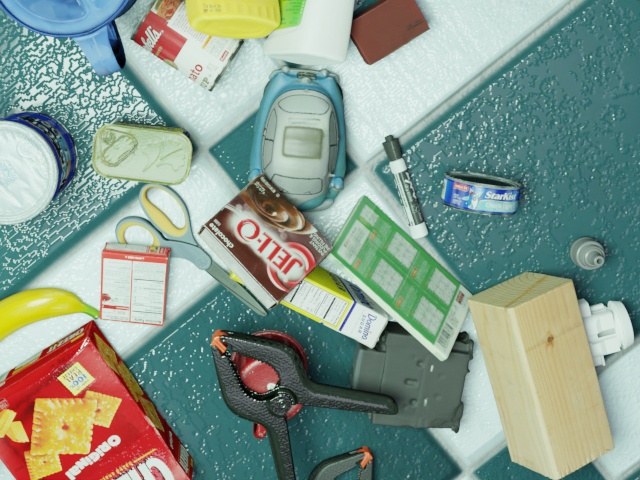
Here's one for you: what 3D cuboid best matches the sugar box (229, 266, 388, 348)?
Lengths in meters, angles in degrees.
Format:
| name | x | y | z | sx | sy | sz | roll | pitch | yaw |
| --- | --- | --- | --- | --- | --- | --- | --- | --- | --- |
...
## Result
| name | x | y | z | sx | sy | sz | roll | pitch | yaw |
| --- | --- | --- | --- | --- | --- | --- | --- | --- | --- |
| sugar box | -0.014 | 0.052 | 1.181 | 0.176 | 0.093 | 0.048 | 24 | 100 | -9 |

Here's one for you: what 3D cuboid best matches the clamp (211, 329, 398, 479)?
| name | x | y | z | sx | sy | sz | roll | pitch | yaw |
| --- | --- | --- | --- | --- | --- | --- | --- | --- | --- |
| clamp | -0.030 | 0.166 | 1.146 | 0.164 | 0.036 | 0.210 | -38 | 101 | 4 |

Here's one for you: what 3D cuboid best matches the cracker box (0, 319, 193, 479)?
| name | x | y | z | sx | sy | sz | roll | pitch | yaw |
| --- | --- | --- | --- | --- | --- | --- | --- | --- | --- |
| cracker box | -0.268 | 0.223 | 1.203 | 0.164 | 0.072 | 0.213 | -31 | 105 | 3 |

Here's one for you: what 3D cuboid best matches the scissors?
| name | x | y | z | sx | sy | sz | roll | pitch | yaw |
| --- | --- | --- | --- | --- | --- | --- | --- | --- | --- |
| scissors | -0.153 | 0.027 | 1.206 | 0.096 | 0.016 | 0.201 | -32 | 102 | 4 |

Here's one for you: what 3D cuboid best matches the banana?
| name | x | y | z | sx | sy | sz | roll | pitch | yaw |
| --- | --- | --- | --- | --- | --- | --- | --- | --- | --- |
| banana | -0.350 | 0.102 | 1.195 | 0.198 | 0.037 | 0.069 | -26 | 102 | 1 |

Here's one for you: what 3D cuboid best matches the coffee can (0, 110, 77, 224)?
| name | x | y | z | sx | sy | sz | roll | pitch | yaw |
| --- | --- | --- | --- | --- | --- | --- | --- | --- | --- |
| coffee can | -0.314 | -0.079 | 1.109 | 0.102 | 0.140 | 0.103 | -1 | 101 | -4 |

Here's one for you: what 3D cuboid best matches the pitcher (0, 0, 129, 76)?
| name | x | y | z | sx | sy | sz | roll | pitch | yaw |
| --- | --- | --- | --- | --- | --- | --- | --- | --- | --- |
| pitcher | -0.229 | -0.254 | 1.028 | 0.145 | 0.243 | 0.149 | 23 | 99 | -8 |

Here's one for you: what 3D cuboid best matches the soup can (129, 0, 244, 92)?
| name | x | y | z | sx | sy | sz | roll | pitch | yaw |
| --- | --- | --- | --- | --- | --- | --- | --- | --- | --- |
| soup can | -0.141 | -0.213 | 1.132 | 0.102 | 0.068 | 0.068 | 33 | 97 | -10 |

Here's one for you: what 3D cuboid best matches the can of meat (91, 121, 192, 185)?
| name | x | y | z | sx | sy | sz | roll | pitch | yaw |
| --- | --- | --- | --- | --- | --- | --- | --- | --- | --- |
| can of meat | -0.188 | -0.096 | 1.143 | 0.102 | 0.084 | 0.057 | 6 | 101 | -5 |

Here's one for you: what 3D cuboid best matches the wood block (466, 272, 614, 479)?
| name | x | y | z | sx | sy | sz | roll | pitch | yaw |
| --- | --- | --- | --- | --- | --- | --- | --- | --- | --- |
| wood block | 0.250 | 0.151 | 1.208 | 0.090 | 0.090 | 0.206 | -22 | 103 | -22 |

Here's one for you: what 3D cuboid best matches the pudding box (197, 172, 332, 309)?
| name | x | y | z | sx | sy | sz | roll | pitch | yaw |
| --- | --- | --- | --- | --- | --- | --- | --- | --- | --- |
| pudding box | -0.057 | 0.001 | 1.108 | 0.113 | 0.039 | 0.090 | 45 | 63 | 0 |

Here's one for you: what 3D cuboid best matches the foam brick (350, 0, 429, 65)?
| name | x | y | z | sx | sy | sz | roll | pitch | yaw |
| --- | --- | --- | --- | --- | --- | --- | --- | --- | --- |
| foam brick | 0.070 | -0.231 | 1.152 | 0.078 | 0.051 | 0.053 | -30 | 103 | 2 |

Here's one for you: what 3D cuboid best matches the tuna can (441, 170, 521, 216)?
| name | x | y | z | sx | sy | sz | roll | pitch | yaw |
| --- | --- | --- | --- | --- | --- | --- | --- | --- | --- |
| tuna can | 0.177 | -0.052 | 1.178 | 0.086 | 0.086 | 0.034 | 7 | 102 | -6 |

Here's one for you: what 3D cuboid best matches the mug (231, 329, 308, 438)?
| name | x | y | z | sx | sy | sz | roll | pitch | yaw |
| --- | --- | --- | --- | --- | --- | --- | --- | --- | --- |
| mug | -0.060 | 0.168 | 1.206 | 0.093 | 0.081 | 0.117 | 13 | 100 | -7 |

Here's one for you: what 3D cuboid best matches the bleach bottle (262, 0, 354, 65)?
| name | x | y | z | sx | sy | sz | roll | pitch | yaw |
| --- | --- | --- | --- | --- | --- | --- | --- | --- | --- |
| bleach bottle | 0.003 | -0.314 | 1.117 | 0.068 | 0.103 | 0.251 | 8 | 93 | -32 |

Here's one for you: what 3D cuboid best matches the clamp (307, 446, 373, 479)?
| name | x | y | z | sx | sy | sz | roll | pitch | yaw |
| --- | --- | --- | --- | --- | --- | --- | --- | --- | --- |
| clamp | 0.013 | 0.324 | 1.264 | 0.171 | 0.039 | 0.120 | -44 | 102 | 5 |

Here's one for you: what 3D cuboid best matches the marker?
| name | x | y | z | sx | sy | sz | roll | pitch | yaw |
| --- | --- | --- | --- | --- | --- | --- | --- | --- | --- |
| marker | 0.095 | -0.061 | 1.204 | 0.020 | 0.020 | 0.121 | -19 | 102 | 0 |

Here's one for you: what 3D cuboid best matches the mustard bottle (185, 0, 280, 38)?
| name | x | y | z | sx | sy | sz | roll | pitch | yaw |
| --- | --- | --- | --- | --- | --- | --- | --- | --- | --- |
| mustard bottle | -0.099 | -0.308 | 1.102 | 0.096 | 0.058 | 0.191 | -1 | 78 | -30 |

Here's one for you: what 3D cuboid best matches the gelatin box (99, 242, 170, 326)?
| name | x | y | z | sx | sy | sz | roll | pitch | yaw |
| --- | --- | --- | --- | --- | --- | --- | --- | --- | --- |
| gelatin box | -0.207 | 0.049 | 1.190 | 0.073 | 0.030 | 0.089 | 5 | 115 | -3 |
